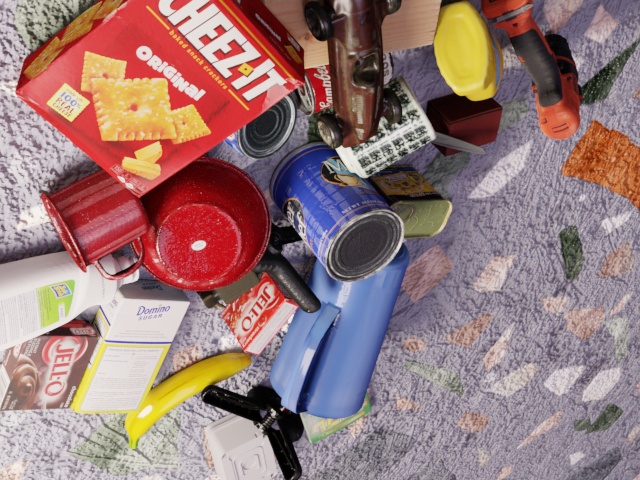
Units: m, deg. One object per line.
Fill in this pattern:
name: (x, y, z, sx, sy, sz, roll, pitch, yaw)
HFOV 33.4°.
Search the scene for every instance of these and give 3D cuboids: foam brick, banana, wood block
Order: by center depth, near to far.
wood block: (0.013, -0.240, 1.080, 0.205, 0.090, 0.091, -15, 135, -25)
foam brick: (0.174, -0.146, 1.310, 0.078, 0.053, 0.051, -18, 135, -21)
banana: (-0.181, 0.197, 1.383, 0.198, 0.037, 0.069, -34, 158, -3)

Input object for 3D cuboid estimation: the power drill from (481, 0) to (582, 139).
power drill: (0.247, -0.233, 1.227, 0.057, 0.184, 0.187, -22, 126, 23)

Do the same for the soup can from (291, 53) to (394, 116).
soup can: (0.019, -0.184, 1.152, 0.102, 0.069, 0.068, -24, 137, -17)

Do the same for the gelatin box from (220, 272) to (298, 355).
gelatin box: (-0.076, 0.085, 1.324, 0.030, 0.073, 0.089, 23, 112, -46)

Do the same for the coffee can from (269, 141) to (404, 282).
coffee can: (0.018, -0.034, 1.231, 0.102, 0.140, 0.103, -20, 136, -20)

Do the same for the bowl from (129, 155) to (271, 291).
bowl: (-0.132, -0.007, 1.162, 0.162, 0.055, 0.162, -2, 113, -5)

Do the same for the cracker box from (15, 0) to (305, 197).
cracker box: (-0.145, -0.156, 0.985, 0.214, 0.072, 0.164, -31, 126, 21)

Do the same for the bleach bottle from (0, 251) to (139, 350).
bleach bottle: (-0.317, 0.068, 1.146, 0.250, 0.068, 0.103, -16, 135, -27)

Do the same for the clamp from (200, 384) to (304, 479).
clamp: (-0.063, 0.246, 1.423, 0.036, 0.165, 0.209, -48, 166, 10)

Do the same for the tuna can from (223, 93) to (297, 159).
tuna can: (-0.066, -0.131, 1.150, 0.086, 0.034, 0.086, -28, 135, -32)

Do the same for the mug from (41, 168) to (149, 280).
mug: (-0.224, -0.016, 1.102, 0.081, 0.117, 0.093, -30, 177, -17)

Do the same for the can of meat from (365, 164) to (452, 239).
can of meat: (0.097, -0.049, 1.318, 0.101, 0.084, 0.057, -4, 129, -33)

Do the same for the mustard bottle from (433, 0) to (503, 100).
mustard bottle: (0.172, -0.207, 1.203, 0.058, 0.096, 0.191, -12, 180, 16)

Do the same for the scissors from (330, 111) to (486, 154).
scissors: (0.106, -0.146, 1.244, 0.201, 0.016, 0.096, 0, 118, -13)

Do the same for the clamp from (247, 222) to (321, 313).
clamp: (-0.058, 0.002, 1.264, 0.039, 0.120, 0.171, -31, 128, 32)

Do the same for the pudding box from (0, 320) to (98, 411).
pudding box: (-0.318, 0.143, 1.230, 0.089, 0.039, 0.114, 5, 123, -39)

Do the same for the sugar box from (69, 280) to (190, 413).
sugar box: (-0.232, 0.128, 1.274, 0.093, 0.048, 0.176, 7, 119, -39)

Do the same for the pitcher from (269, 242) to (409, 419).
pitcher: (0.024, 0.104, 1.368, 0.144, 0.149, 0.243, 6, 121, -22)
